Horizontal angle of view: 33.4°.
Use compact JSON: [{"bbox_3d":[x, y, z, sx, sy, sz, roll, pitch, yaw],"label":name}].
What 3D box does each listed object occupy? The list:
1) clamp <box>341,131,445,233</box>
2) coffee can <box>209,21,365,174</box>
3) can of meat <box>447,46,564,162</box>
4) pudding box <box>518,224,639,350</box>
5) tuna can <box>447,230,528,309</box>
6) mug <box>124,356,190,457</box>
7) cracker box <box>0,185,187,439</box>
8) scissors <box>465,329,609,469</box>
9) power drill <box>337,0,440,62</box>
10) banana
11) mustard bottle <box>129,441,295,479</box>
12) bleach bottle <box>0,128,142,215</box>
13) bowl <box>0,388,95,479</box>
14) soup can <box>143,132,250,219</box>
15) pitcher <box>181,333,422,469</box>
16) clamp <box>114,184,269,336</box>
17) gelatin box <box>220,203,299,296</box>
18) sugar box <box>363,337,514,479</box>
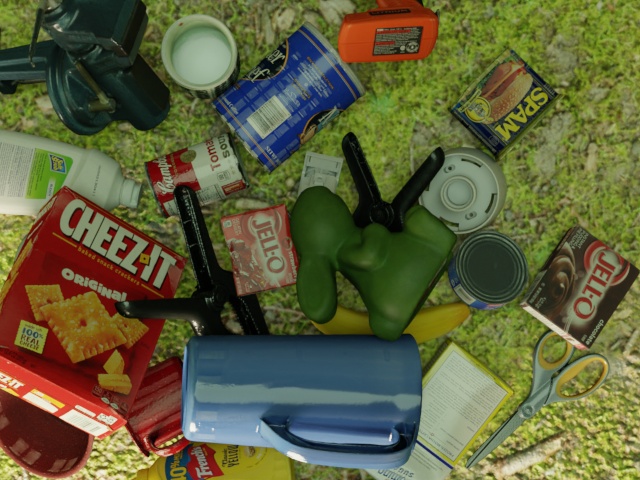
[{"bbox_3d":[0.081,-0.035,1.187,0.120,0.039,0.171,4,103,32],"label":"clamp"},{"bbox_3d":[-0.036,-0.155,1.170,0.140,0.103,0.103,-40,91,1],"label":"coffee can"},{"bbox_3d":[0.205,-0.153,1.194,0.084,0.057,0.102,45,90,2],"label":"can of meat"},{"bbox_3d":[0.291,0.053,1.200,0.090,0.039,0.113,36,83,0],"label":"pudding box"},{"bbox_3d":[0.187,0.034,1.195,0.086,0.034,0.086,4,72,-12],"label":"tuna can"},{"bbox_3d":[-0.172,0.187,1.175,0.081,0.117,0.093,-27,130,-5],"label":"mug"},{"bbox_3d":[-0.247,0.072,1.111,0.164,0.072,0.213,33,50,-21],"label":"cracker box"},{"bbox_3d":[0.233,0.173,1.221,0.202,0.016,0.096,-28,89,0],"label":"scissors"},{"bbox_3d":[0.041,-0.268,1.138,0.184,0.057,0.187,-5,49,-7],"label":"power drill"},{"bbox_3d":[0.067,0.089,1.201,0.197,0.037,0.070,10,118,-5],"label":"banana"},{"bbox_3d":[-0.126,0.261,1.183,0.191,0.096,0.058,-10,124,1],"label":"mustard bottle"},{"bbox_3d":[-0.327,-0.067,1.192,0.250,0.068,0.102,12,92,-3],"label":"bleach bottle"},{"bbox_3d":[-0.300,0.179,1.180,0.162,0.055,0.162,10,112,26],"label":"bowl"},{"bbox_3d":[-0.137,-0.073,1.188,0.102,0.068,0.068,-20,91,1],"label":"soup can"},{"bbox_3d":[-0.020,0.163,1.102,0.242,0.149,0.145,3,76,-9],"label":"pitcher"},{"bbox_3d":[-0.128,0.067,1.152,0.210,0.036,0.164,54,49,-31],"label":"clamp"},{"bbox_3d":[-0.063,0.010,1.156,0.073,0.030,0.089,-12,91,0],"label":"gelatin box"},{"bbox_3d":[0.128,0.207,1.207,0.093,0.048,0.176,39,95,-1],"label":"sugar box"}]
